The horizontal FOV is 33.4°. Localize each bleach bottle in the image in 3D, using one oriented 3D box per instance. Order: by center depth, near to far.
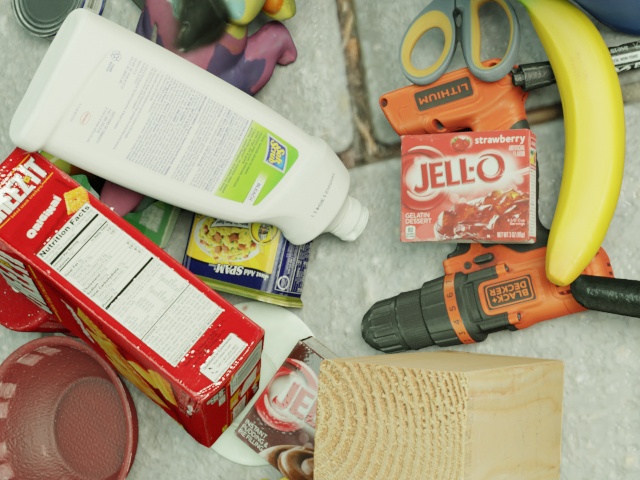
[{"bbox_3d":[-0.076,-0.057,0.736,0.102,0.250,0.068,-61,26,4],"label":"bleach bottle"}]

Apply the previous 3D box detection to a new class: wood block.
[{"bbox_3d":[0.082,0.119,0.671,0.091,0.205,0.090,1,86,27],"label":"wood block"}]

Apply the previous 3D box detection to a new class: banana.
[{"bbox_3d":[0.161,-0.072,0.680,0.069,0.037,0.198,-10,86,-1],"label":"banana"}]

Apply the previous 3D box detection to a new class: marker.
[{"bbox_3d":[0.187,-0.119,0.712,0.121,0.020,0.020,-12,80,-2],"label":"marker"}]

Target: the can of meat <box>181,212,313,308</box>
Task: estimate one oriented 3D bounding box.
[{"bbox_3d":[-0.056,0.001,0.834,0.102,0.057,0.084,12,89,26],"label":"can of meat"}]

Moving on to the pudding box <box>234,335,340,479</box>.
[{"bbox_3d":[0.006,0.139,0.791,0.113,0.039,0.090,37,103,10],"label":"pudding box"}]

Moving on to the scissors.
[{"bbox_3d":[0.090,-0.188,0.763,0.096,0.016,0.202,-23,56,20],"label":"scissors"}]

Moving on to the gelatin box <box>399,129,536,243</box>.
[{"bbox_3d":[0.098,-0.035,0.711,0.089,0.030,0.073,0,87,22],"label":"gelatin box"}]

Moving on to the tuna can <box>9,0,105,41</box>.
[{"bbox_3d":[-0.234,-0.221,0.954,0.086,0.033,0.086,-2,85,27],"label":"tuna can"}]

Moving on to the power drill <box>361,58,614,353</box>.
[{"bbox_3d":[0.099,-0.021,0.759,0.185,0.057,0.187,-16,82,21],"label":"power drill"}]

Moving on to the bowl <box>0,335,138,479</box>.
[{"bbox_3d":[-0.209,0.161,0.899,0.162,0.055,0.162,-2,85,27],"label":"bowl"}]

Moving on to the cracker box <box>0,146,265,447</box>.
[{"bbox_3d":[-0.142,0.047,0.761,0.214,0.164,0.072,37,71,9],"label":"cracker box"}]

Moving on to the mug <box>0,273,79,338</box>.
[{"bbox_3d":[-0.223,0.027,0.902,0.093,0.081,0.117,32,100,25],"label":"mug"}]
